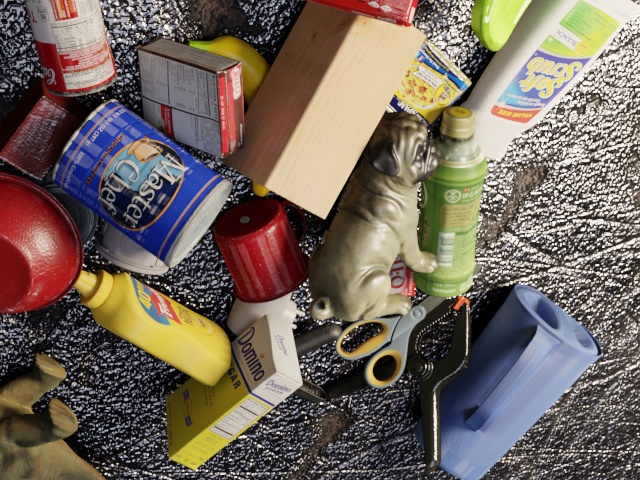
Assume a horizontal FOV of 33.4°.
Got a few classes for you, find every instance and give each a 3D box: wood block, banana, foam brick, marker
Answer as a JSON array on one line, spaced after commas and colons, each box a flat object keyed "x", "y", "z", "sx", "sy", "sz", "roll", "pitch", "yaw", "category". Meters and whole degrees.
[{"x": 0.001, "y": -0.139, "z": 1.053, "sx": 0.090, "sy": 0.090, "sz": 0.206, "roll": 27, "pitch": 93, "yaw": -41, "category": "wood block"}, {"x": -0.070, "y": -0.136, "z": 1.097, "sx": 0.069, "sy": 0.037, "sz": 0.197, "roll": -21, "pitch": 125, "yaw": 4, "category": "banana"}, {"x": -0.271, "y": -0.107, "z": 1.028, "sx": 0.051, "sy": 0.053, "sz": 0.078, "roll": 33, "pitch": 104, "yaw": -33, "category": "foam brick"}, {"x": 0.033, "y": -0.048, "z": 1.196, "sx": 0.020, "sy": 0.020, "sz": 0.121, "roll": 14, "pitch": 113, "yaw": -27, "category": "marker"}]

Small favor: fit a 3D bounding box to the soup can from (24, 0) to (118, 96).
[{"x": -0.230, "y": -0.193, "z": 0.983, "sx": 0.068, "sy": 0.068, "sz": 0.102, "roll": -15, "pitch": 123, "yaw": -12, "category": "soup can"}]

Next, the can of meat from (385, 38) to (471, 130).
[{"x": 0.097, "y": -0.168, "z": 1.127, "sx": 0.084, "sy": 0.057, "sz": 0.102, "roll": -47, "pitch": 123, "yaw": 8, "category": "can of meat"}]

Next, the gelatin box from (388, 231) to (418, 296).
[{"x": 0.075, "y": 0.027, "z": 1.249, "sx": 0.073, "sy": 0.030, "sz": 0.089, "roll": -8, "pitch": 122, "yaw": -17, "category": "gelatin box"}]

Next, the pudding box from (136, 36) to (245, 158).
[{"x": -0.124, "y": -0.138, "z": 1.028, "sx": 0.039, "sy": 0.114, "sz": 0.090, "roll": -33, "pitch": 134, "yaw": -44, "category": "pudding box"}]

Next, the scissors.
[{"x": 0.117, "y": 0.109, "z": 1.285, "sx": 0.202, "sy": 0.016, "sz": 0.096, "roll": -22, "pitch": 85, "yaw": 4, "category": "scissors"}]

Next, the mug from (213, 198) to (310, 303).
[{"x": -0.058, "y": 0.001, "z": 1.158, "sx": 0.117, "sy": 0.093, "sz": 0.081, "roll": -42, "pitch": 126, "yaw": -32, "category": "mug"}]

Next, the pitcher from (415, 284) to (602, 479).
[{"x": 0.225, "y": 0.185, "z": 1.335, "sx": 0.149, "sy": 0.145, "sz": 0.243, "roll": 23, "pitch": 112, "yaw": -33, "category": "pitcher"}]

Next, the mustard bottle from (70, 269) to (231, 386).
[{"x": -0.186, "y": 0.083, "z": 1.146, "sx": 0.191, "sy": 0.096, "sz": 0.058, "roll": 34, "pitch": 104, "yaw": -32, "category": "mustard bottle"}]

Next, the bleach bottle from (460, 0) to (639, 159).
[{"x": 0.231, "y": -0.177, "z": 1.169, "sx": 0.102, "sy": 0.068, "sz": 0.251, "roll": 23, "pitch": 112, "yaw": -31, "category": "bleach bottle"}]

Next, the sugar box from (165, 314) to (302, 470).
[{"x": -0.100, "y": 0.168, "z": 1.186, "sx": 0.048, "sy": 0.093, "sz": 0.176, "roll": 31, "pitch": 117, "yaw": -32, "category": "sugar box"}]

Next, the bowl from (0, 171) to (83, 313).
[{"x": -0.318, "y": 0.015, "z": 1.047, "sx": 0.162, "sy": 0.055, "sz": 0.162, "roll": 3, "pitch": 120, "yaw": 4, "category": "bowl"}]

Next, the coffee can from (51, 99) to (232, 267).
[{"x": -0.171, "y": -0.055, "z": 1.029, "sx": 0.140, "sy": 0.102, "sz": 0.103, "roll": 36, "pitch": 105, "yaw": 2, "category": "coffee can"}]

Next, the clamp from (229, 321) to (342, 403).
[{"x": -0.056, "y": 0.140, "z": 1.262, "sx": 0.171, "sy": 0.039, "sz": 0.120, "roll": 6, "pitch": 117, "yaw": -23, "category": "clamp"}]

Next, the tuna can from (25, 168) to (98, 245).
[{"x": -0.270, "y": -0.028, "z": 1.086, "sx": 0.086, "sy": 0.034, "sz": 0.086, "roll": -9, "pitch": 122, "yaw": -15, "category": "tuna can"}]

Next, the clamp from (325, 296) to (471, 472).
[{"x": 0.127, "y": 0.165, "z": 1.302, "sx": 0.210, "sy": 0.165, "sz": 0.036, "roll": -51, "pitch": 165, "yaw": 5, "category": "clamp"}]
